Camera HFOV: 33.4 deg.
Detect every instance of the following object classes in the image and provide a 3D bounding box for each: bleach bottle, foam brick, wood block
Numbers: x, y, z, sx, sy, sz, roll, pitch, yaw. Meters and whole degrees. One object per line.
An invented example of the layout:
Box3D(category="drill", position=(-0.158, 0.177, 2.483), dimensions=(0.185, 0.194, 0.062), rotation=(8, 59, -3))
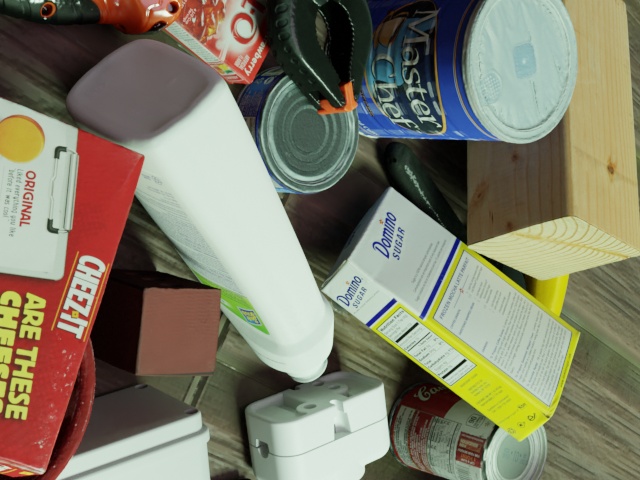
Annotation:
Box3D(category="bleach bottle", position=(-0.054, 0.001, 0.649), dimensions=(0.068, 0.103, 0.250), rotation=(-43, 136, -17))
Box3D(category="foam brick", position=(-0.102, 0.047, 0.631), dimensions=(0.052, 0.078, 0.051), rotation=(5, 94, -39))
Box3D(category="wood block", position=(0.169, -0.088, 0.781), dimensions=(0.090, 0.090, 0.206), rotation=(22, 61, -39))

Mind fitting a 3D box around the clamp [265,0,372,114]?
Box3D(category="clamp", position=(0.000, -0.169, 0.674), dimensions=(0.120, 0.039, 0.171), rotation=(-30, 114, -30))

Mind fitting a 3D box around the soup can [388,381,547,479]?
Box3D(category="soup can", position=(0.108, 0.148, 0.794), dimensions=(0.068, 0.102, 0.068), rotation=(-5, 99, -38))

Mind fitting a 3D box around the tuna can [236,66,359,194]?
Box3D(category="tuna can", position=(-0.016, -0.074, 0.712), dimensions=(0.085, 0.034, 0.086), rotation=(-5, 99, -38))

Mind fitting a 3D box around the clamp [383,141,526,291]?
Box3D(category="clamp", position=(0.113, 0.012, 0.823), dimensions=(0.164, 0.036, 0.210), rotation=(-3, 95, -38))

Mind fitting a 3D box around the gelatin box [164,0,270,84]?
Box3D(category="gelatin box", position=(-0.056, -0.156, 0.673), dimensions=(0.073, 0.030, 0.089), rotation=(37, 73, -35))

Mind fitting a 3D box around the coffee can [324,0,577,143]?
Box3D(category="coffee can", position=(0.085, -0.118, 0.718), dimensions=(0.102, 0.141, 0.103), rotation=(-5, 99, -38))

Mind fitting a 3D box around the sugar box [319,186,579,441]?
Box3D(category="sugar box", position=(0.092, 0.050, 0.743), dimensions=(0.176, 0.048, 0.093), rotation=(36, 43, -2))

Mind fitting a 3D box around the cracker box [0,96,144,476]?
Box3D(category="cracker box", position=(-0.210, 0.002, 0.492), dimensions=(0.213, 0.072, 0.164), rotation=(22, 68, -20))
